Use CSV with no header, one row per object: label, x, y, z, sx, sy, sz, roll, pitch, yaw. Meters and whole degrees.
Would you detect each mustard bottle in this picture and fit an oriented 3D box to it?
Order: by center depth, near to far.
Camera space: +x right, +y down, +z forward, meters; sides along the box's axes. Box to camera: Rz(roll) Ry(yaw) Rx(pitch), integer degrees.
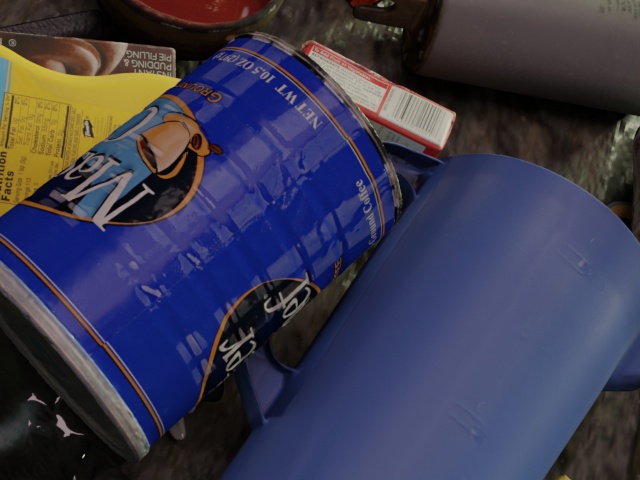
mustard bottle,-0.146,-0.038,0.466,0.191,0.058,0.096,10,84,-22

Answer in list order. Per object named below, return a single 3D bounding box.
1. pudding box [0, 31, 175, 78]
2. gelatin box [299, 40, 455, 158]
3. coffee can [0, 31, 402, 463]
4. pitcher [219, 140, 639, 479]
pudding box,-0.128,-0.053,0.528,0.113,0.039,0.090,1,83,-20
gelatin box,0.018,-0.059,0.576,0.089,0.073,0.030,26,58,-2
coffee can,-0.053,0.001,0.414,0.140,0.103,0.103,-41,81,-20
pitcher,0.033,0.077,0.481,0.149,0.145,0.242,19,56,34
